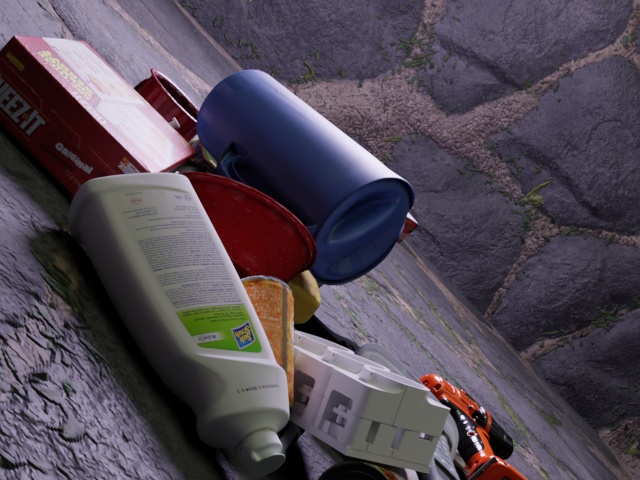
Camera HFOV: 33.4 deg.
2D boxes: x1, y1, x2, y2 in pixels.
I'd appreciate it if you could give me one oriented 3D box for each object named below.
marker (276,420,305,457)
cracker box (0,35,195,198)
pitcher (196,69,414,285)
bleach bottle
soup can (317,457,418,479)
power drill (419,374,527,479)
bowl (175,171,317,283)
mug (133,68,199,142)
[{"bbox_3d":[-0.029,0.160,0.854,0.020,0.020,0.121,48,8,4],"label":"marker"},{"bbox_3d":[-0.212,-0.107,0.984,0.164,0.072,0.213,45,10,-5],"label":"cracker box"},{"bbox_3d":[-0.032,-0.074,1.109,0.243,0.145,0.149,45,-6,33],"label":"pitcher"},{"bbox_3d":[-0.097,0.060,0.778,0.102,0.068,0.251,-7,52,-32],"label":"bleach bottle"},{"bbox_3d":[0.037,0.201,0.833,0.068,0.068,0.102,50,8,14],"label":"soup can"},{"bbox_3d":[0.202,0.261,1.302,0.184,0.057,0.188,38,10,-30],"label":"power drill"},{"bbox_3d":[-0.087,0.007,0.987,0.162,0.055,0.162,19,-27,10],"label":"bowl"},{"bbox_3d":[-0.191,-0.139,1.206,0.093,0.081,0.117,38,13,-50],"label":"mug"}]
